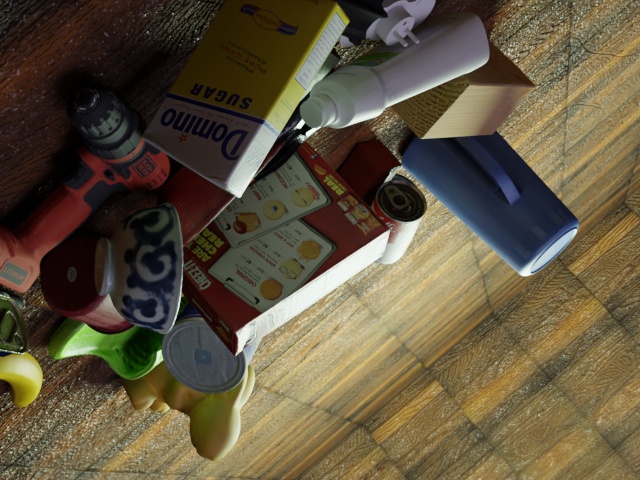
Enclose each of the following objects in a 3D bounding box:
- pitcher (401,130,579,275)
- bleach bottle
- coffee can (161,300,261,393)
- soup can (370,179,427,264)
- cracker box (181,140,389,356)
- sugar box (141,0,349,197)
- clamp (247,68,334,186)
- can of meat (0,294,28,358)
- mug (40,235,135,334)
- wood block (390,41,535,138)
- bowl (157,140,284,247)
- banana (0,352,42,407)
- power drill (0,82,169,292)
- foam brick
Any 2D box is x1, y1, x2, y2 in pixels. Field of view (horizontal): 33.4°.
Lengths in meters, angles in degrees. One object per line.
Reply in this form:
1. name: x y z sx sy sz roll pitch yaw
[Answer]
1. pitcher: 0.234 -0.073 1.464 0.148 0.243 0.145 -22 153 -47
2. bleach bottle: 0.066 -0.169 1.094 0.103 0.068 0.250 -1 -157 45
3. coffee can: -0.118 0.101 1.276 0.103 0.103 0.140 -52 -173 32
4. soup can: 0.093 -0.023 1.405 0.068 0.068 0.102 -30 158 -30
5. cracker box: -0.058 0.001 1.175 0.213 0.164 0.072 -33 156 -21
6. sugar box: -0.063 -0.134 0.885 0.176 0.093 0.048 -58 159 -2
7. clamp: -0.027 -0.121 1.155 0.172 0.039 0.120 -43 157 18
8. can of meat: -0.329 0.086 0.967 0.084 0.057 0.102 -20 165 11
9. mug: -0.215 0.035 1.061 0.117 0.093 0.081 -36 158 7
10. wood block: 0.169 -0.188 1.307 0.091 0.090 0.205 -50 161 27
11. bowl: -0.110 -0.059 1.053 0.162 0.055 0.162 -44 -173 6
12. banana: -0.342 0.146 1.164 0.069 0.037 0.197 -22 161 2
13. power drill: -0.222 -0.043 0.912 0.187 0.057 0.184 -39 162 -3
14. foam brick: 0.058 -0.086 1.390 0.052 0.051 0.078 -20 153 -49
